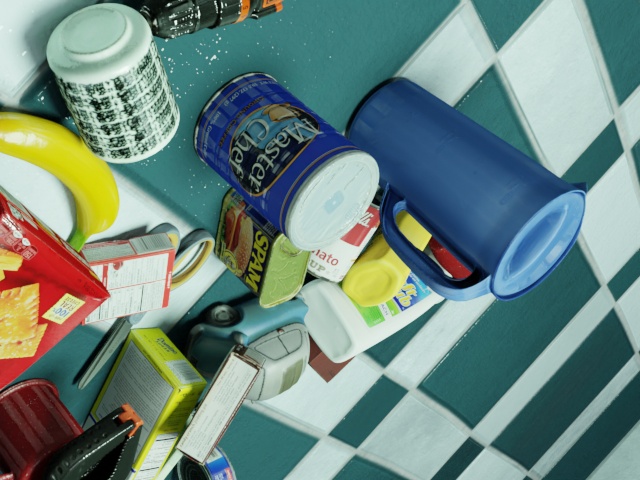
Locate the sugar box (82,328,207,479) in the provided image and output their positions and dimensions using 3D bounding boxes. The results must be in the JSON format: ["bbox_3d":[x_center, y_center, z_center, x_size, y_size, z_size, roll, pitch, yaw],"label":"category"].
[{"bbox_3d":[-0.191,0.187,1.100,0.048,0.093,0.176,-1,126,-49],"label":"sugar box"}]

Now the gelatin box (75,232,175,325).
[{"bbox_3d":[-0.182,0.034,0.982,0.089,0.030,0.073,-10,133,-27],"label":"gelatin box"}]

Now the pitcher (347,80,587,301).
[{"bbox_3d":[0.133,-0.054,1.085,0.148,0.243,0.145,-4,129,-49],"label":"pitcher"}]

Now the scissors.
[{"bbox_3d":[-0.185,0.058,1.037,0.201,0.016,0.096,-45,148,-5],"label":"scissors"}]

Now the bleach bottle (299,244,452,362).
[{"bbox_3d":[0.083,0.057,1.312,0.250,0.102,0.068,-27,170,-45],"label":"bleach bottle"}]

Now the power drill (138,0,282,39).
[{"bbox_3d":[-0.058,-0.251,0.804,0.184,0.057,0.188,-31,149,-33],"label":"power drill"}]

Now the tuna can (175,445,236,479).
[{"bbox_3d":[-0.138,0.286,1.286,0.033,0.086,0.086,-19,139,-37],"label":"tuna can"}]

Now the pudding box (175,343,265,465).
[{"bbox_3d":[-0.099,0.162,1.071,0.113,0.039,0.090,-61,-179,0],"label":"pudding box"}]

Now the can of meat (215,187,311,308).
[{"bbox_3d":[-0.057,0.001,1.064,0.057,0.084,0.102,-21,140,-38],"label":"can of meat"}]

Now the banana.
[{"bbox_3d":[-0.208,-0.052,0.859,0.069,0.037,0.197,-42,149,-11],"label":"banana"}]

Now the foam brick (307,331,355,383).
[{"bbox_3d":[0.000,0.132,1.318,0.053,0.051,0.078,-43,149,-6],"label":"foam brick"}]

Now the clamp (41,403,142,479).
[{"bbox_3d":[-0.233,0.244,1.002,0.210,0.036,0.164,-48,150,0],"label":"clamp"}]

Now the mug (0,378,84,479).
[{"bbox_3d":[-0.278,0.195,1.009,0.117,0.082,0.093,-15,136,-43],"label":"mug"}]

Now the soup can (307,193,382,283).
[{"bbox_3d":[0.020,-0.013,1.163,0.068,0.069,0.102,10,118,-55],"label":"soup can"}]

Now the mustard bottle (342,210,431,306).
[{"bbox_3d":[0.099,-0.012,1.236,0.191,0.058,0.096,-54,-174,-38],"label":"mustard bottle"}]

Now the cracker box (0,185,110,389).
[{"bbox_3d":[-0.295,0.064,0.840,0.213,0.072,0.164,-42,149,-4],"label":"cracker box"}]

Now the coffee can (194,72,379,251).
[{"bbox_3d":[-0.032,-0.072,0.957,0.102,0.140,0.103,-32,146,-25],"label":"coffee can"}]
